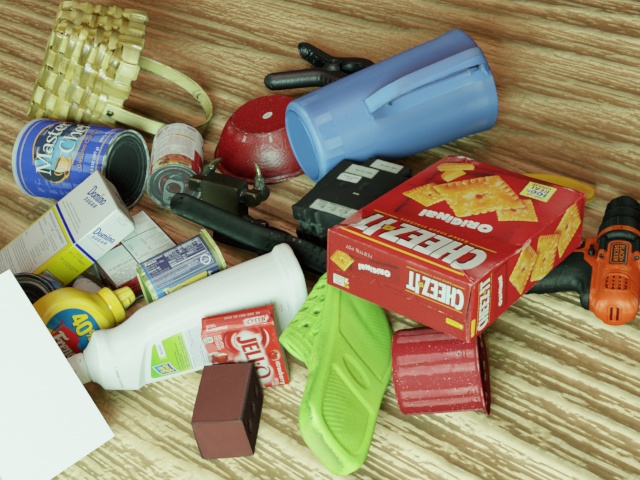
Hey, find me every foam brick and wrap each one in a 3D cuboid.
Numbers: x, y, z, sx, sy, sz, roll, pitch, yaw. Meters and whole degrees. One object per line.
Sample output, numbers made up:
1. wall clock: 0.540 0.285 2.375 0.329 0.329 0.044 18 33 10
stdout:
1. foam brick: -0.088 0.163 1.023 0.051 0.053 0.078 -4 40 10

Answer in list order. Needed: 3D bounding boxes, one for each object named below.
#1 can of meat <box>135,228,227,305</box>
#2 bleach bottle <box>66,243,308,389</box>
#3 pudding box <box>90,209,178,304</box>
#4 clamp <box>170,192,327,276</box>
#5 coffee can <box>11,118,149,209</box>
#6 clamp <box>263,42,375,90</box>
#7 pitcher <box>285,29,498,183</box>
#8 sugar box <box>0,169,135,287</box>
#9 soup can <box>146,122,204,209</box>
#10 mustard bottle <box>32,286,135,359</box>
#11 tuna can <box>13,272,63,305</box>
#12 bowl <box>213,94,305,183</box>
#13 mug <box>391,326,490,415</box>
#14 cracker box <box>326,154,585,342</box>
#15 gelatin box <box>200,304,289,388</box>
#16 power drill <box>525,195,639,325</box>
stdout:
1. can of meat: -0.144 0.049 1.138 0.083 0.102 0.057 -27 53 -15
2. bleach bottle: -0.137 0.088 1.086 0.250 0.102 0.068 -18 39 -9
3. pudding box: -0.216 0.020 1.242 0.090 0.039 0.114 -29 43 -20
4. clamp: -0.058 0.001 1.164 0.210 0.164 0.036 19 84 22
5. coffee can: -0.304 -0.097 1.356 0.140 0.103 0.102 9 43 23
6. clamp: 0.009 -0.231 1.491 0.172 0.039 0.120 18 48 31
7. pitcher: 0.087 -0.161 1.296 0.242 0.149 0.145 -23 38 -15
8. sugar box: -0.301 0.006 1.229 0.176 0.048 0.093 -37 43 0
9. soup can: -0.182 -0.096 1.351 0.068 0.068 0.102 -9 38 3
10. mustard bottle: -0.276 0.104 1.107 0.191 0.096 0.058 -33 38 -25
11. tuna can: -0.318 0.078 1.160 0.086 0.033 0.086 -1 83 7
12. bowl: -0.065 -0.142 1.389 0.162 0.055 0.162 -7 39 6
13. mug: 0.115 0.118 1.009 0.081 0.093 0.117 -7 8 13
14. cracker box: 0.134 -0.003 1.035 0.164 0.072 0.213 21 36 34
15. gelatin box: -0.074 0.109 1.055 0.073 0.089 0.030 -9 39 2
16. power drill: 0.245 0.011 1.122 0.188 0.057 0.184 2 37 18
